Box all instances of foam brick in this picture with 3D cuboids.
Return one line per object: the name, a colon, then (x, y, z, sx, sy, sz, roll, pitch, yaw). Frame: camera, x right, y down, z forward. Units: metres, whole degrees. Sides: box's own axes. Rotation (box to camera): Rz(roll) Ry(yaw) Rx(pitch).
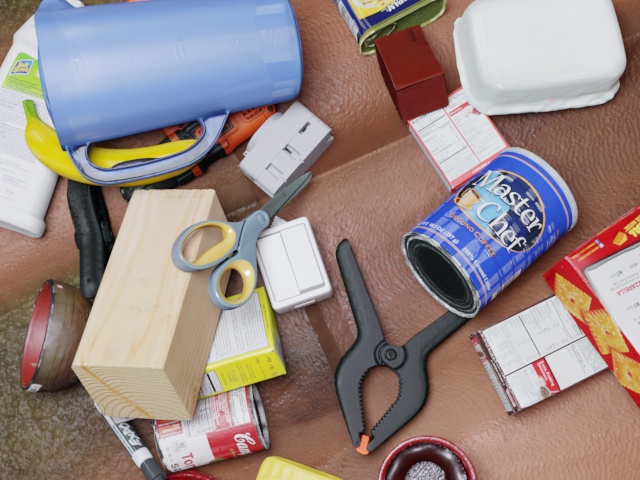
foam brick: (0.092, -0.171, 1.087, 0.053, 0.051, 0.078, -18, 54, 1)

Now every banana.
banana: (-0.213, -0.087, 1.060, 0.198, 0.037, 0.069, 14, 93, 4)

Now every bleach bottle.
bleach bottle: (-0.297, -0.136, 1.118, 0.102, 0.068, 0.251, 19, 79, -2)

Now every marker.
marker: (-0.188, 0.198, 1.056, 0.020, 0.020, 0.121, -42, 56, -3)

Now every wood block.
wood block: (-0.152, 0.057, 1.013, 0.090, 0.091, 0.206, 0, 51, 14)

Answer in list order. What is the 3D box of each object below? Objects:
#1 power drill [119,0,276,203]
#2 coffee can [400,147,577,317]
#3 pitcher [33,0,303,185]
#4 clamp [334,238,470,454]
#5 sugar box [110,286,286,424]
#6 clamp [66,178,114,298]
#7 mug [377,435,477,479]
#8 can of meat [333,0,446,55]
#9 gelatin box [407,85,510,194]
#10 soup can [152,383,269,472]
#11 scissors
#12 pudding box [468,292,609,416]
power drill: (-0.166, -0.152, 1.105, 0.184, 0.057, 0.187, -34, 91, -5)
coffee can: (0.163, -0.009, 1.030, 0.140, 0.103, 0.103, -40, 81, -18)
pitcher: (-0.142, -0.159, 1.016, 0.242, 0.149, 0.145, -10, 44, -9)
clamp: (0.080, 0.112, 1.067, 0.164, 0.036, 0.210, 10, 80, 4)
sugar box: (-0.128, 0.113, 1.056, 0.176, 0.048, 0.093, -18, 40, 3)
clamp: (-0.227, 0.001, 1.067, 0.039, 0.120, 0.171, -17, 77, -6)
mug: (0.090, 0.237, 1.024, 0.117, 0.081, 0.093, -20, 81, 0)
can of meat: (0.067, -0.256, 1.114, 0.102, 0.057, 0.084, -28, 78, -1)
gelatin box: (0.142, -0.104, 1.099, 0.073, 0.030, 0.089, -32, 78, -1)
soup can: (-0.108, 0.184, 1.053, 0.102, 0.068, 0.068, -15, 81, 2)
scissors: (-0.057, 0.001, 1.022, 0.201, 0.016, 0.096, -23, 88, -43)
pudding box: (0.217, 0.108, 1.049, 0.113, 0.039, 0.090, -23, 79, -15)
